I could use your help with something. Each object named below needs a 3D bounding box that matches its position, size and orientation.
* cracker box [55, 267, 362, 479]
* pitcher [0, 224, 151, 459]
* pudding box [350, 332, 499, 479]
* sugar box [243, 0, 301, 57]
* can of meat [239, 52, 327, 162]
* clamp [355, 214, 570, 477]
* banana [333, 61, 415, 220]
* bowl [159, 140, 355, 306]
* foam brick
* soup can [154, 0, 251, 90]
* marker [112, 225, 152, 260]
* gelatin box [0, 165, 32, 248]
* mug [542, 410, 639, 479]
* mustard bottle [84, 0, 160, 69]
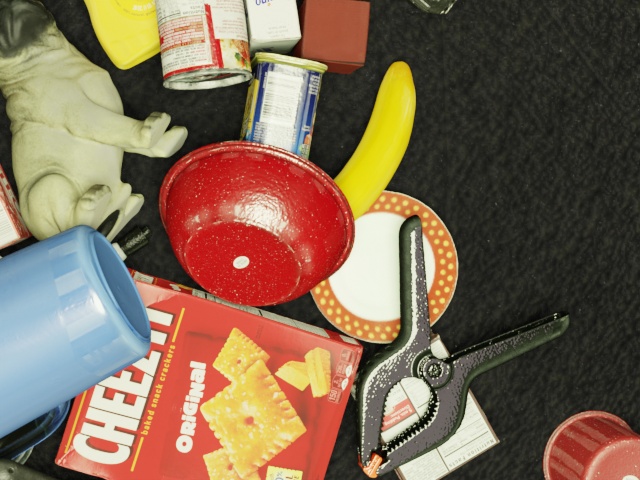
[{"bbox_3d":[-0.089,0.131,0.880,0.213,0.072,0.164,18,90,-7],"label":"cracker box"},{"bbox_3d":[-0.247,0.093,0.782,0.243,0.149,0.145,-26,88,2],"label":"pitcher"},{"bbox_3d":[0.088,0.148,0.921,0.090,0.039,0.113,-30,98,-7],"label":"pudding box"},{"bbox_3d":[-0.051,-0.241,0.857,0.048,0.093,0.176,-6,93,-7],"label":"sugar box"},{"bbox_3d":[-0.034,-0.102,0.862,0.057,0.102,0.084,10,93,-9],"label":"can of meat"},{"bbox_3d":[0.101,0.105,0.882,0.164,0.036,0.210,25,87,-5],"label":"clamp"},{"bbox_3d":[0.027,-0.063,0.893,0.069,0.037,0.197,41,82,8],"label":"banana"},{"bbox_3d":[-0.055,0.001,0.839,0.162,0.055,0.162,7,133,7],"label":"bowl"},{"bbox_3d":[0.007,-0.168,0.876,0.053,0.078,0.051,6,93,-8],"label":"foam brick"},{"bbox_3d":[-0.092,-0.171,0.811,0.068,0.068,0.102,-7,90,-7],"label":"soup can"},{"bbox_3d":[-0.192,0.026,0.888,0.121,0.020,0.020,-35,97,-5],"label":"marker"},{"bbox_3d":[-0.263,-0.038,0.848,0.030,0.073,0.089,-25,95,-5],"label":"gelatin box"},{"bbox_3d":[0.253,0.213,0.924,0.093,0.081,0.117,-11,94,-7],"label":"mug"},{"bbox_3d":[-0.173,-0.242,0.858,0.096,0.058,0.191,-33,96,-7],"label":"mustard bottle"}]
